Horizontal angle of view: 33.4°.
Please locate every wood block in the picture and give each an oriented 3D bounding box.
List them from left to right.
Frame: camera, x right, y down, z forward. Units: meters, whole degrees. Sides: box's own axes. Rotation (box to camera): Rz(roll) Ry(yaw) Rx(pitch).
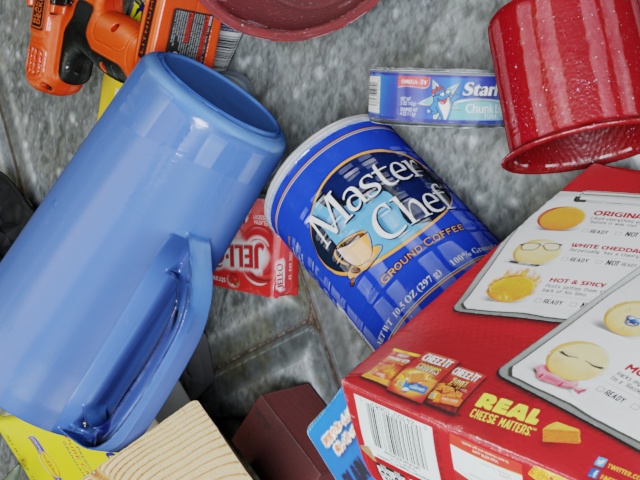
[{"bbox_3d":[-0.069,0.201,0.713,0.091,0.090,0.206,51,170,30],"label":"wood block"}]

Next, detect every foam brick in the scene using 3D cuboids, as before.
[{"bbox_3d":[-0.015,0.150,0.763,0.078,0.051,0.053,50,125,29],"label":"foam brick"}]

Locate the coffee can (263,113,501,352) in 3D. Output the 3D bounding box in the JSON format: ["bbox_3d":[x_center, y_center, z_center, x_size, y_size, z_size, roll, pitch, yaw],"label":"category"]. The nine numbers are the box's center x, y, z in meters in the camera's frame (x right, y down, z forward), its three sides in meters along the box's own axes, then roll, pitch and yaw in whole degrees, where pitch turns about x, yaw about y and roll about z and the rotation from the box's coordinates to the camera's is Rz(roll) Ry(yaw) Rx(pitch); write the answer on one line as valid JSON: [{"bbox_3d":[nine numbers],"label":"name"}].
[{"bbox_3d":[0.045,0.005,0.654,0.140,0.102,0.103,50,126,29],"label":"coffee can"}]

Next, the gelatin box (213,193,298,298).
[{"bbox_3d":[-0.055,0.001,0.804,0.089,0.030,0.073,11,101,44],"label":"gelatin box"}]

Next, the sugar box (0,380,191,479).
[{"bbox_3d":[-0.168,0.159,0.838,0.177,0.048,0.093,-13,112,38],"label":"sugar box"}]

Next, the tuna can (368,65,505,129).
[{"bbox_3d":[0.071,-0.086,0.633,0.086,0.085,0.034,11,103,44],"label":"tuna can"}]

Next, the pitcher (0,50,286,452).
[{"bbox_3d":[-0.123,0.008,0.699,0.149,0.145,0.243,35,106,-1],"label":"pitcher"}]

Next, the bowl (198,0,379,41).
[{"bbox_3d":[-0.011,-0.203,0.698,0.162,0.055,0.162,-1,86,14],"label":"bowl"}]

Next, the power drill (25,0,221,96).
[{"bbox_3d":[-0.147,-0.183,0.783,0.188,0.057,0.184,26,110,43],"label":"power drill"}]

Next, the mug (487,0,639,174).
[{"bbox_3d":[0.147,-0.089,0.565,0.117,0.093,0.081,-11,79,14],"label":"mug"}]

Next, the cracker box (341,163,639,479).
[{"bbox_3d":[0.142,0.053,0.484,0.164,0.213,0.072,16,131,43],"label":"cracker box"}]
